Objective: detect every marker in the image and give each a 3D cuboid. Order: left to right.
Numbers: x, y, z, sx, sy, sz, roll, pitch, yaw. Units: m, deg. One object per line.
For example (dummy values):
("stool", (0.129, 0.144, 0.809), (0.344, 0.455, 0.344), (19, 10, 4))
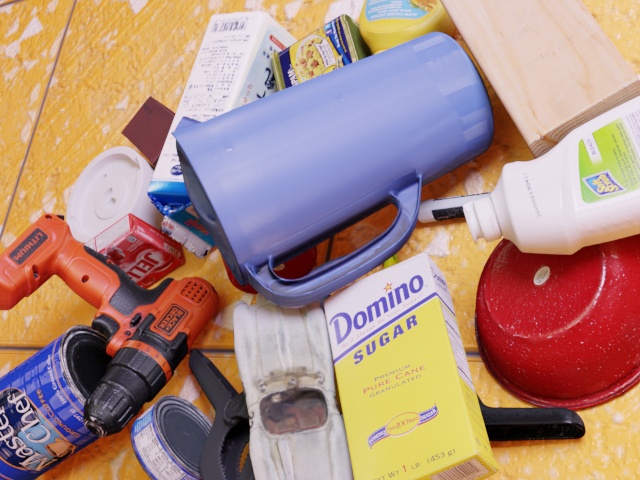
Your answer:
("marker", (0.133, -0.030, 0.858), (0.121, 0.020, 0.020), (-7, 63, 36))

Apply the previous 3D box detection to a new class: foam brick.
("foam brick", (-0.159, -0.105, 1.110), (0.053, 0.051, 0.078), (-51, 47, 4))

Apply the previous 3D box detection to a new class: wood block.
("wood block", (0.172, -0.143, 0.832), (0.090, 0.090, 0.206), (-31, 51, 12))

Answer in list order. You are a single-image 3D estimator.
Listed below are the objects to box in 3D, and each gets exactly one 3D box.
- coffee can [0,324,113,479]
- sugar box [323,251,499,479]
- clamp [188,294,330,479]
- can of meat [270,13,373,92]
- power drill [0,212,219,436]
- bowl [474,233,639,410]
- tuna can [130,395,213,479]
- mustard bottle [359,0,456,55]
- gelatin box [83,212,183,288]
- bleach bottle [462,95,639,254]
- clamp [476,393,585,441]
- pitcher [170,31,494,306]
("coffee can", (-0.257, 0.158, 1.013), (0.140, 0.102, 0.103), (-33, 50, 20))
("sugar box", (0.060, 0.100, 0.770), (0.093, 0.048, 0.176), (-26, 49, 16))
("clamp", (-0.065, 0.143, 0.884), (0.165, 0.036, 0.210), (-27, 40, 37))
("can of meat", (0.008, -0.152, 0.998), (0.084, 0.057, 0.102), (-28, 53, 21))
("power drill", (-0.207, 0.069, 0.955), (0.184, 0.188, 0.057), (-54, -9, -43))
("bowl", (0.171, 0.037, 0.768), (0.162, 0.055, 0.162), (-19, 56, 30))
("tuna can", (-0.120, 0.176, 0.906), (0.034, 0.086, 0.086), (-41, 48, 17))
("mustard bottle", (0.085, -0.219, 0.969), (0.096, 0.058, 0.191), (7, 71, 36))
("gelatin box", (-0.192, 0.019, 1.055), (0.089, 0.073, 0.030), (-32, 48, 22))
("bleach bottle", (0.219, -0.057, 0.724), (0.251, 0.068, 0.102), (-18, 55, 10))
("clamp", (0.106, 0.137, 0.776), (0.120, 0.039, 0.172), (-37, 41, -10))
("pitcher", (0.016, -0.063, 0.849), (0.242, 0.149, 0.145), (-25, 20, -9))
